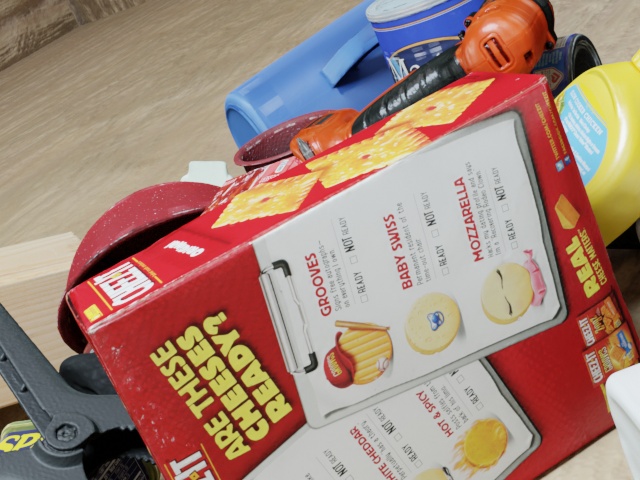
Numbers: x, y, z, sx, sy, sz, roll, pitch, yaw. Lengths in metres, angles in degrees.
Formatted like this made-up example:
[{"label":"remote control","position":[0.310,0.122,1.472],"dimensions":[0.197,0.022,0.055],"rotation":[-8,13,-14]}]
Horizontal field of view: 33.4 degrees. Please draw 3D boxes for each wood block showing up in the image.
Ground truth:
[{"label":"wood block","position":[-0.256,0.068,0.746],"dimensions":[0.205,0.091,0.090],"rotation":[-15,20,-24]}]

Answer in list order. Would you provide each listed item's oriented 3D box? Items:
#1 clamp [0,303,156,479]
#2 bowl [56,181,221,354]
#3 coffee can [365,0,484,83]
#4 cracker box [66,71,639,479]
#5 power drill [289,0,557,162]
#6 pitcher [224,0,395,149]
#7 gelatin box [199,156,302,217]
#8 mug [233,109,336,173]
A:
[{"label":"clamp","position":[-0.128,0.099,0.533],"dimensions":[0.210,0.036,0.164],"rotation":[11,40,4]},{"label":"bowl","position":[-0.098,0.012,0.690],"dimensions":[0.162,0.162,0.055],"rotation":[-26,59,-4]},{"label":"coffee can","position":[0.109,-0.138,0.856],"dimensions":[0.103,0.140,0.103],"rotation":[-21,20,8]},{"label":"cracker box","position":[0.024,0.045,0.465],"dimensions":[0.213,0.164,0.072],"rotation":[-29,19,-14]},{"label":"power drill","position":[0.076,-0.109,0.737],"dimensions":[0.188,0.057,0.184],"rotation":[-35,6,25]},{"label":"pitcher","position":[0.038,-0.149,0.974],"dimensions":[0.242,0.149,0.145],"rotation":[-34,35,-15]},{"label":"gelatin box","position":[-0.043,-0.003,0.566],"dimensions":[0.073,0.030,0.089],"rotation":[-55,20,-22]},{"label":"mug","position":[-0.017,-0.049,0.862],"dimensions":[0.093,0.081,0.117],"rotation":[-32,22,-19]}]
